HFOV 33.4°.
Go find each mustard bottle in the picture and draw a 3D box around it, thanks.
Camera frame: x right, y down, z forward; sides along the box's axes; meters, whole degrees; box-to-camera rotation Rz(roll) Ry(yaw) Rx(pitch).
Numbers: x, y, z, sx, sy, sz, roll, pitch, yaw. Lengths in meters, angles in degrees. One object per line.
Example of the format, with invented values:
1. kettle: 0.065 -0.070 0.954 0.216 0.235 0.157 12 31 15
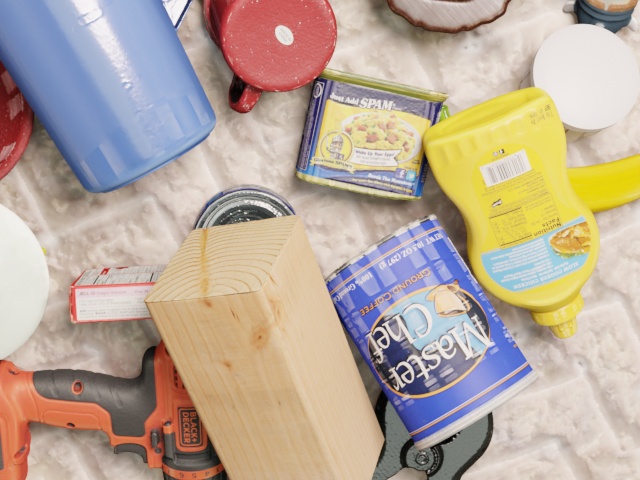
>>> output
1. mustard bottle: 0.151 -0.009 0.783 0.096 0.058 0.191 -22 112 8

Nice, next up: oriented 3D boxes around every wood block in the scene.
1. wood block: -0.033 0.097 0.759 0.090 0.090 0.206 -7 121 24

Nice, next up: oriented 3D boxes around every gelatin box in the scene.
1. gelatin box: -0.137 0.039 0.792 0.089 0.073 0.030 -4 99 -4

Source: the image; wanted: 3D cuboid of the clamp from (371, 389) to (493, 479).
1. clamp: 0.087 0.178 0.847 0.164 0.036 0.210 28 93 -1

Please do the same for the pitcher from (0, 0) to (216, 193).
1. pitcher: -0.163 -0.165 0.737 0.149 0.144 0.243 -20 106 29

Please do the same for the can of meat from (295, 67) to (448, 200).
1. can of meat: 0.036 -0.079 0.797 0.102 0.057 0.084 11 100 -6

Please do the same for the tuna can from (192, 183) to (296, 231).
1. tuna can: -0.055 0.001 0.813 0.086 0.034 0.086 -1 99 -5

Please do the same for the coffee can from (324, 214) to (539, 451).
1. coffee can: 0.078 0.067 0.780 0.103 0.103 0.140 -32 81 1

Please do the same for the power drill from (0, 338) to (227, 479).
1. power drill: -0.164 0.155 0.813 0.187 0.057 0.184 -2 109 -4

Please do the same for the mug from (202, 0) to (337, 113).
1. mug: -0.039 -0.145 0.759 0.093 0.081 0.117 20 111 -19
